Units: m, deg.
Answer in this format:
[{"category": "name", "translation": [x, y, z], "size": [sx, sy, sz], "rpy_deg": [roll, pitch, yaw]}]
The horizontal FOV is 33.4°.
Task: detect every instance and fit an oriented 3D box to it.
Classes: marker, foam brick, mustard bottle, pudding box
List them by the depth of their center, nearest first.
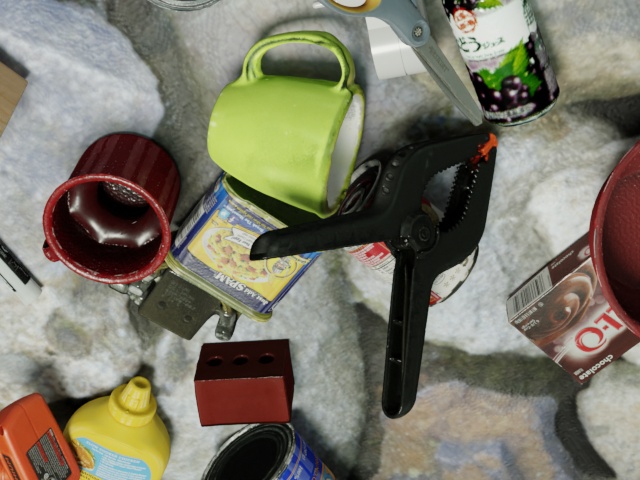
[{"category": "pudding box", "translation": [0.216, 0.048, 0.837], "size": [0.090, 0.039, 0.114], "rpy_deg": [40, 117, -18]}, {"category": "marker", "translation": [-0.271, 0.003, 0.863], "size": [0.020, 0.020, 0.121], "rpy_deg": [-26, 116, 20]}, {"category": "foam brick", "translation": [-0.063, 0.120, 0.899], "size": [0.078, 0.053, 0.051], "rpy_deg": [-4, 122, 6]}, {"category": "mustard bottle", "translation": [-0.187, 0.195, 0.954], "size": [0.096, 0.058, 0.192], "rpy_deg": [23, 122, -3]}]

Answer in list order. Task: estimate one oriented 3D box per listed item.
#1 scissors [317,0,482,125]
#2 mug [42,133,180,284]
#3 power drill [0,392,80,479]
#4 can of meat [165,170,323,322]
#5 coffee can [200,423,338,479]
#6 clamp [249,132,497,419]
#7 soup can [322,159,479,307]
[{"category": "scissors", "translation": [0.063, -0.154, 0.674], "size": [0.201, 0.016, 0.096], "rpy_deg": [25, 94, -41]}, {"category": "mug", "translation": [-0.160, -0.022, 0.801], "size": [0.117, 0.081, 0.093], "rpy_deg": [-31, 115, 22]}, {"category": "power drill", "translation": [-0.312, 0.172, 0.927], "size": [0.188, 0.057, 0.184], "rpy_deg": [-4, 119, 31]}, {"category": "can of meat", "translation": [-0.055, 0.001, 0.822], "size": [0.102, 0.057, 0.084], "rpy_deg": [33, 117, -16]}, {"category": "coffee can", "translation": [-0.025, 0.241, 0.942], "size": [0.103, 0.102, 0.140], "rpy_deg": [-28, 116, 20]}, {"category": "clamp", "translation": [0.063, 0.007, 0.741], "size": [0.036, 0.209, 0.164], "rpy_deg": [-2, 126, 56]}, {"category": "soup can", "translation": [0.060, -0.004, 0.801], "size": [0.102, 0.068, 0.069], "rpy_deg": [36, 118, -18]}]
